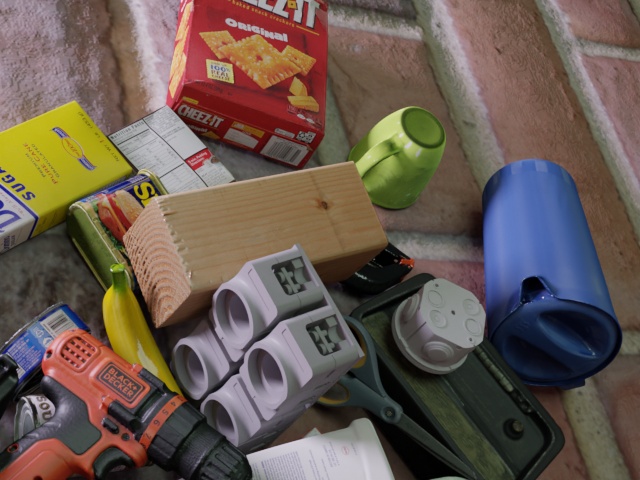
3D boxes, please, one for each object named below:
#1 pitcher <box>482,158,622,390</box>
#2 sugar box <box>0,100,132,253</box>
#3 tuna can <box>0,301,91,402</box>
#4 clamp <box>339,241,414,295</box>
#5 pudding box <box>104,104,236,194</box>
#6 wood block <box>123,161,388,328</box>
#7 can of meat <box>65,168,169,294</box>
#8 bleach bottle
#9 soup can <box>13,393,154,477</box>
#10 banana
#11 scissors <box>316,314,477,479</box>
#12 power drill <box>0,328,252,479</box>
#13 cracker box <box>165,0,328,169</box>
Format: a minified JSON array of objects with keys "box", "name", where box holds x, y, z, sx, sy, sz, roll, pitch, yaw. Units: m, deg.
[{"box":[0.240,0.033,1.151,0.145,0.149,0.242,16,42,-12],"name":"pitcher"},{"box":[-0.268,-0.055,0.969,0.093,0.048,0.175,49,47,8],"name":"sugar box"},{"box":[-0.227,0.090,0.862,0.034,0.086,0.086,46,47,3],"name":"tuna can"},{"box":[0.019,0.022,1.088,0.171,0.039,0.120,18,52,-19],"name":"clamp"},{"box":[-0.152,-0.071,1.055,0.113,0.039,0.089,46,48,8],"name":"pudding box"},{"box":[-0.056,0.001,0.950,0.205,0.090,0.091,-13,73,-34],"name":"wood block"},{"box":[-0.173,-0.004,0.978,0.083,0.058,0.102,-29,82,-39],"name":"can of meat"},{"box":[-0.070,0.210,0.817,0.250,0.068,0.102,-9,42,-12],"name":"bleach bottle"},{"box":[-0.187,0.153,0.854,0.102,0.069,0.068,-1,59,-30],"name":"soup can"},{"box":[-0.142,0.118,0.907,0.037,0.070,0.198,-26,81,-16],"name":"banana"},{"box":[0.063,0.135,0.969,0.202,0.096,0.016,21,12,21],"name":"scissors"},{"box":[-0.166,0.174,0.760,0.184,0.057,0.187,33,57,13],"name":"power drill"},{"box":[-0.076,-0.199,1.168,0.164,0.072,0.213,18,50,-20],"name":"cracker box"}]
